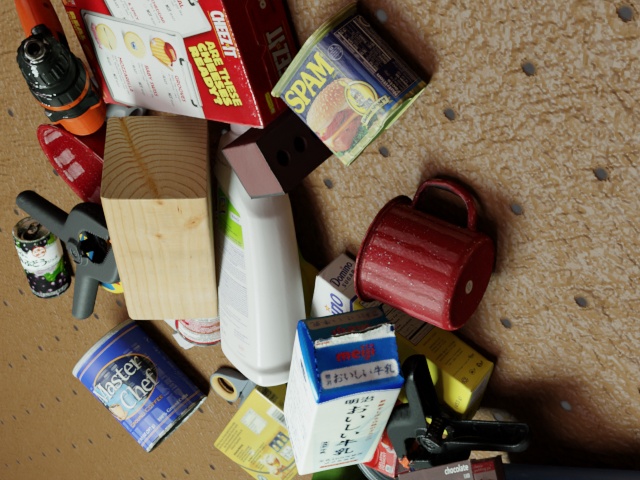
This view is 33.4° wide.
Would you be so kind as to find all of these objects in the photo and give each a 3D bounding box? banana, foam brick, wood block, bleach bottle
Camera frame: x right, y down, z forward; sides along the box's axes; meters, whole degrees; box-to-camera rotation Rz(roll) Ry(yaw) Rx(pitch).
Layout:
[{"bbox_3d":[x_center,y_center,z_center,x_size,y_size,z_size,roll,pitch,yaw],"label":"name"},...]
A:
[{"bbox_3d":[-0.034,0.069,1.082,0.070,0.037,0.198,61,149,18],"label":"banana"},{"bbox_3d":[-0.032,-0.077,0.893,0.051,0.078,0.053,-6,120,51],"label":"foam brick"},{"bbox_3d":[-0.143,-0.015,0.991,0.090,0.091,0.206,-1,147,-2],"label":"wood block"},{"bbox_3d":[-0.056,0.001,0.977,0.103,0.068,0.251,32,131,50],"label":"bleach bottle"}]

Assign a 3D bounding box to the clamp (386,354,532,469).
[{"bbox_3d":[0.095,0.155,0.924,0.120,0.039,0.172,43,147,-1],"label":"clamp"}]

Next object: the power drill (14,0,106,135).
[{"bbox_3d":[-0.259,-0.198,0.966,0.184,0.057,0.188,93,154,-78],"label":"power drill"}]

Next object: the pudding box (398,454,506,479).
[{"bbox_3d":[0.116,0.233,0.898,0.114,0.039,0.090,-31,66,54],"label":"pudding box"}]

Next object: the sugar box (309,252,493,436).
[{"bbox_3d":[0.069,0.097,0.975,0.176,0.048,0.093,34,146,20],"label":"sugar box"}]

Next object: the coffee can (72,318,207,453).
[{"bbox_3d":[-0.229,0.183,1.353,0.140,0.102,0.103,45,146,6],"label":"coffee can"}]

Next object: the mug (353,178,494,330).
[{"bbox_3d":[0.088,0.009,0.843,0.082,0.093,0.117,23,102,27],"label":"mug"}]

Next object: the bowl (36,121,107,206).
[{"bbox_3d":[-0.218,-0.076,1.111,0.162,0.055,0.162,35,157,17],"label":"bowl"}]

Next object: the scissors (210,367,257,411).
[{"bbox_3d":[-0.087,0.154,1.239,0.096,0.016,0.202,35,144,19],"label":"scissors"}]

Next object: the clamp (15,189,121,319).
[{"bbox_3d":[-0.264,-0.001,1.174,0.210,0.036,0.164,-23,98,54],"label":"clamp"}]

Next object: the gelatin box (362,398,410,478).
[{"bbox_3d":[0.057,0.179,1.050,0.073,0.030,0.089,16,103,40],"label":"gelatin box"}]

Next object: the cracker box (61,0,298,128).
[{"bbox_3d":[-0.125,-0.190,0.895,0.214,0.072,0.164,13,134,40],"label":"cracker box"}]

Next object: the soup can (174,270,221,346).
[{"bbox_3d":[-0.122,0.056,1.136,0.069,0.068,0.102,34,143,22],"label":"soup can"}]

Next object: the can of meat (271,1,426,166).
[{"bbox_3d":[0.022,-0.116,0.813,0.084,0.057,0.102,46,146,1],"label":"can of meat"}]
